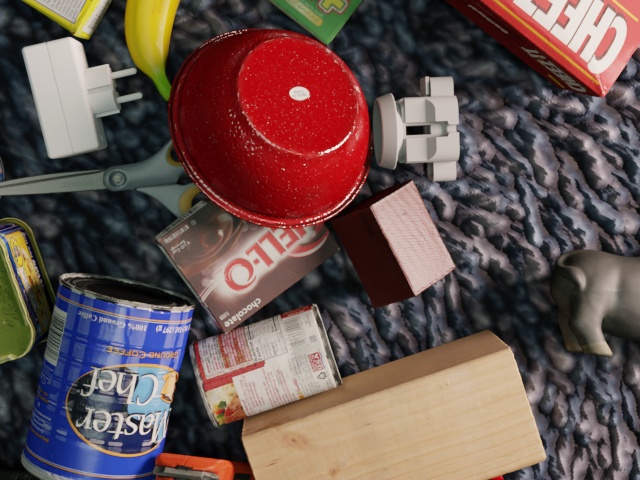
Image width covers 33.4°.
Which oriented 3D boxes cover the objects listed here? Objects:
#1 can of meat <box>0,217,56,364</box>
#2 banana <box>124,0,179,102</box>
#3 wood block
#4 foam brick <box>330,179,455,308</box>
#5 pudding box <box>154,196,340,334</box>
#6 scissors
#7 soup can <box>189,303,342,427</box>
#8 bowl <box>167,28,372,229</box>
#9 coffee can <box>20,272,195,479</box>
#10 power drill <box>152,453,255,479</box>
[{"bbox_3d":[-0.239,0.038,0.795,0.057,0.084,0.102,-18,96,0],"label":"can of meat"},{"bbox_3d":[-0.098,-0.205,0.800,0.069,0.037,0.198,25,96,-1],"label":"banana"},{"bbox_3d":[0.052,0.148,0.812,0.206,0.091,0.090,-19,96,-1],"label":"wood block"},{"bbox_3d":[0.055,0.003,0.808,0.051,0.053,0.078,-31,97,-37],"label":"foam brick"},{"bbox_3d":[-0.055,0.001,0.808,0.113,0.039,0.090,-36,104,-7],"label":"pudding box"},{"bbox_3d":[-0.141,-0.032,0.814,0.201,0.016,0.096,-21,101,-8],"label":"scissors"},{"bbox_3d":[-0.041,0.094,0.815,0.102,0.068,0.068,-18,95,-1],"label":"soup can"},{"bbox_3d":[-0.025,-0.093,0.769,0.162,0.055,0.162,8,69,-21],"label":"bowl"},{"bbox_3d":[-0.157,0.104,0.794,0.103,0.103,0.140,13,94,-3],"label":"coffee can"},{"bbox_3d":[-0.089,0.257,0.797,0.057,0.184,0.187,2,76,14],"label":"power drill"}]
